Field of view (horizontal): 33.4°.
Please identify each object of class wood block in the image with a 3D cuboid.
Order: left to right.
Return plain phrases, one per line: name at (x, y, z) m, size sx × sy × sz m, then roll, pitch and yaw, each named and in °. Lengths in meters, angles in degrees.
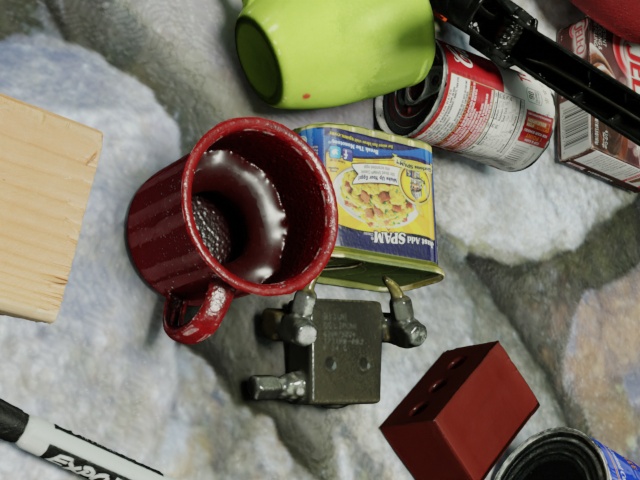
wood block at (-0.208, -0.034, 0.439) m, size 0.205 × 0.090 × 0.091 m, roll 20°, pitch 78°, yaw -37°

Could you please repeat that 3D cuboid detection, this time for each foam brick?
foam brick at (0.086, 0.108, 0.654) m, size 0.078 × 0.053 × 0.051 m, roll -43°, pitch 104°, yaw -35°

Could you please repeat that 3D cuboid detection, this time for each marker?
marker at (-0.120, 0.106, 0.530) m, size 0.121 × 0.020 × 0.020 m, roll 32°, pitch 62°, yaw -25°

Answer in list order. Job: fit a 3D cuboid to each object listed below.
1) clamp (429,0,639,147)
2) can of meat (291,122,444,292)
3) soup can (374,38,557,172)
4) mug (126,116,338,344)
clamp at (0.122, -0.121, 0.655) m, size 0.164 × 0.210 × 0.036 m, roll 30°, pitch 103°, yaw -19°
can of meat at (0.023, -0.019, 0.638) m, size 0.101 × 0.058 × 0.084 m, roll 9°, pitch 71°, yaw -34°
soup can at (0.096, -0.087, 0.699) m, size 0.102 × 0.069 × 0.068 m, roll 13°, pitch 71°, yaw -33°
mug at (-0.054, 0.001, 0.564) m, size 0.093 × 0.082 × 0.117 m, roll 27°, pitch 64°, yaw -27°
